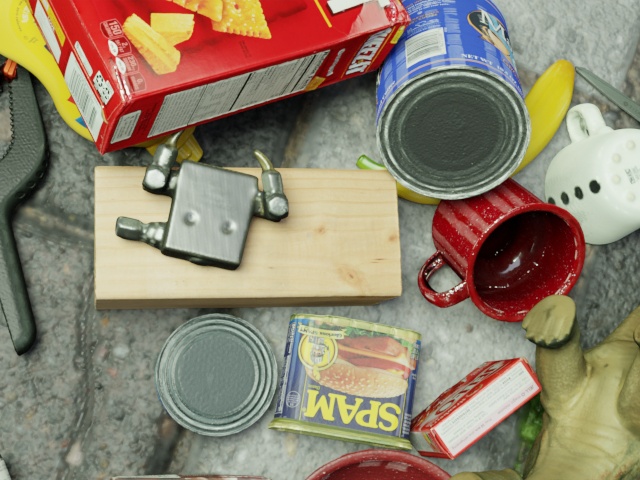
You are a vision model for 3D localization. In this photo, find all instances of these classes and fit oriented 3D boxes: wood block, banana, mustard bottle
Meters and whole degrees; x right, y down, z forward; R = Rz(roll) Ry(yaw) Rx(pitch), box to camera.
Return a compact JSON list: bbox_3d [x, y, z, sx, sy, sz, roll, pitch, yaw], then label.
[{"bbox_3d":[-0.055,0.000,0.753,0.206,0.091,0.090,0,81,-11],"label":"wood block"},{"bbox_3d":[0.129,-0.076,0.830,0.197,0.037,0.069,-26,87,-14],"label":"banana"},{"bbox_3d":[-0.152,-0.123,0.750,0.096,0.058,0.191,-38,116,10],"label":"mustard bottle"}]

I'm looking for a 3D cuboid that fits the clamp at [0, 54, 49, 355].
[{"bbox_3d":[-0.259,-0.038,0.745,0.164,0.036,0.210,13,77,-10],"label":"clamp"}]

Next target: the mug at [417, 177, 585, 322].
[{"bbox_3d":[0.123,0.007,0.782,0.117,0.081,0.093,-36,121,0],"label":"mug"}]

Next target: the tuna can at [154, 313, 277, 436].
[{"bbox_3d":[-0.075,0.096,0.762,0.086,0.034,0.086,2,81,-11],"label":"tuna can"}]

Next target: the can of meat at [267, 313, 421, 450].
[{"bbox_3d":[0.020,0.102,0.770,0.102,0.057,0.084,11,77,-9],"label":"can of meat"}]

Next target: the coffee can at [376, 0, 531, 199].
[{"bbox_3d":[0.090,-0.110,0.758,0.102,0.103,0.140,16,35,-9],"label":"coffee can"}]

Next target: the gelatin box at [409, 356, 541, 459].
[{"bbox_3d":[0.109,0.121,0.776,0.089,0.073,0.030,-36,90,-14],"label":"gelatin box"}]

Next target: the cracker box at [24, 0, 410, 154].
[{"bbox_3d":[-0.072,-0.166,0.675,0.213,0.072,0.164,-22,77,-29],"label":"cracker box"}]
